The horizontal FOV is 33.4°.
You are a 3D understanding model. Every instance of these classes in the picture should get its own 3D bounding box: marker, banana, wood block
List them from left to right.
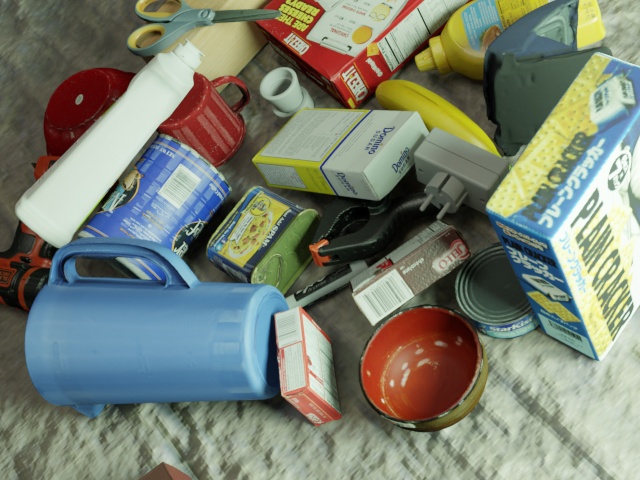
[{"bbox_3d":[-0.116,-0.271,1.279,0.206,0.090,0.090,-49,51,-8],"label":"wood block"},{"bbox_3d":[-0.006,0.052,1.058,0.121,0.020,0.020,-28,51,8],"label":"marker"},{"bbox_3d":[0.109,-0.123,1.080,0.037,0.069,0.198,-42,51,-8],"label":"banana"}]

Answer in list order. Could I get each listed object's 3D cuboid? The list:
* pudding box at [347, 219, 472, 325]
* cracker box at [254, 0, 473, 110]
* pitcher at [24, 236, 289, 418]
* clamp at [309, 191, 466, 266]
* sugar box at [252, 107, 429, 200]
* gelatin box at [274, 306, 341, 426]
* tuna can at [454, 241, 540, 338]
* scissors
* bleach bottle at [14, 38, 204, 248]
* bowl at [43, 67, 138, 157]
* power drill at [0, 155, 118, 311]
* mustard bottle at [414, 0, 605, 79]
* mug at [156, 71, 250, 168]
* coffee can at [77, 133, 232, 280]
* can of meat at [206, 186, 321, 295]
[{"bbox_3d":[0.081,0.027,0.986,0.113,0.090,0.039,-33,94,2],"label":"pudding box"},{"bbox_3d":[0.056,-0.267,1.201,0.213,0.072,0.164,-43,50,-3],"label":"cracker box"},{"bbox_3d":[-0.155,0.087,1.035,0.243,0.149,0.145,-2,59,22],"label":"pitcher"},{"bbox_3d":[0.068,-0.029,1.054,0.171,0.039,0.120,-46,46,-16],"label":"clamp"},{"bbox_3d":[0.020,-0.090,1.085,0.177,0.048,0.093,14,54,48],"label":"sugar box"},{"bbox_3d":[-0.013,0.117,0.984,0.030,0.073,0.089,-19,54,16],"label":"gelatin box"},{"bbox_3d":[0.167,0.045,0.964,0.086,0.033,0.086,-13,55,19],"label":"tuna can"},{"bbox_3d":[-0.143,-0.237,1.202,0.202,0.016,0.096,20,72,34],"label":"scissors"},{"bbox_3d":[-0.215,-0.110,1.130,0.251,0.068,0.102,-48,15,4],"label":"bleach bottle"},{"bbox_3d":[-0.284,-0.159,1.316,0.162,0.055,0.162,-13,55,19],"label":"bowl"},{"bbox_3d":[-0.304,-0.005,1.224,0.185,0.057,0.187,8,64,31],"label":"power drill"},{"bbox_3d":[0.190,-0.217,1.107,0.192,0.058,0.096,-19,54,15],"label":"mustard bottle"},{"bbox_3d":[-0.134,-0.144,1.211,0.117,0.081,0.093,-33,50,4],"label":"mug"},{"bbox_3d":[-0.176,-0.028,1.144,0.103,0.102,0.140,26,74,37],"label":"coffee can"},{"bbox_3d":[-0.057,0.001,1.094,0.084,0.057,0.102,28,74,40],"label":"can of meat"}]
